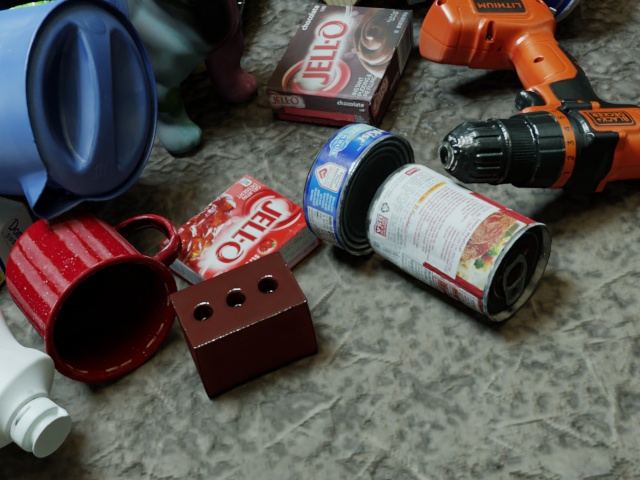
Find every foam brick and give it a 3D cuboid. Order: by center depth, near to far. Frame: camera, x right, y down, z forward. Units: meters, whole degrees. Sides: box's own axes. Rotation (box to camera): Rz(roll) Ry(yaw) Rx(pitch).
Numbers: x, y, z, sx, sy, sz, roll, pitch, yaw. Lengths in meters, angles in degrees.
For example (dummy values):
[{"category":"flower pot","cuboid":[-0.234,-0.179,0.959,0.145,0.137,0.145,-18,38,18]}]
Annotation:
[{"category":"foam brick","cuboid":[-0.049,0.053,0.679,0.078,0.051,0.053,-23,47,-10]}]

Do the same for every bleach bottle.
[{"category":"bleach bottle","cuboid":[-0.245,0.047,0.662,0.251,0.068,0.102,31,58,24]}]

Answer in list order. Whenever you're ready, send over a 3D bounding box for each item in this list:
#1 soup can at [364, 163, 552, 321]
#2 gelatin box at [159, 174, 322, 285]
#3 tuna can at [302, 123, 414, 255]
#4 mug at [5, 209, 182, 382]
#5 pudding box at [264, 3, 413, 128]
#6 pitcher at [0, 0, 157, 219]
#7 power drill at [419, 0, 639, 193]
[{"category":"soup can","cuboid":[0.088,-0.001,0.690,0.102,0.068,0.068,30,59,34]},{"category":"gelatin box","cuboid":[-0.055,0.001,0.743,0.073,0.030,0.089,32,60,34]},{"category":"tuna can","cuboid":[0.026,-0.035,0.723,0.034,0.086,0.086,25,56,32]},{"category":"mug","cuboid":[-0.144,0.024,0.697,0.117,0.093,0.082,-41,47,-12]},{"category":"pudding box","cuboid":[0.018,-0.141,0.856,0.090,0.039,0.113,9,50,20]},{"category":"pitcher","cuboid":[-0.243,-0.103,0.747,0.243,0.145,0.149,1,25,28]},{"category":"power drill","cuboid":[0.140,-0.104,0.756,0.184,0.057,0.188,-3,43,-23]}]
